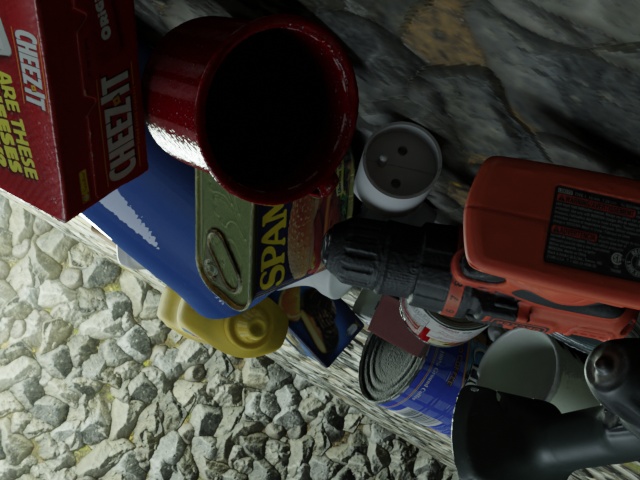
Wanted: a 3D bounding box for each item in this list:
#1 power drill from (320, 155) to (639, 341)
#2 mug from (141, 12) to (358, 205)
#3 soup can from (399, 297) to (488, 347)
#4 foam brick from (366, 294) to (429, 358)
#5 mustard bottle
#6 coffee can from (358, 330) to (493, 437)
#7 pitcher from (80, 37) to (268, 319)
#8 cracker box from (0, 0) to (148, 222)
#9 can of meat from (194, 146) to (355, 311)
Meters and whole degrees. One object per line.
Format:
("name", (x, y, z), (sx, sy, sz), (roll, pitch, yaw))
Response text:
("power drill", (0.094, 0.008, 0.546), (0.184, 0.057, 0.188), (10, 171, -1))
("mug", (-0.034, -0.065, 0.554), (0.117, 0.093, 0.082), (44, 168, -35))
("soup can", (0.094, 0.037, 0.755), (0.068, 0.068, 0.102), (29, 170, 5))
("foam brick", (0.076, 0.049, 0.851), (0.051, 0.053, 0.078), (27, 152, 5))
("mustard bottle", (-0.080, 0.069, 0.939), (0.096, 0.058, 0.192), (18, 174, -18))
("coffee can", (0.120, 0.123, 0.961), (0.140, 0.103, 0.103), (27, 172, -24))
("pitcher", (-0.130, -0.061, 0.739), (0.242, 0.149, 0.145), (41, -156, -32))
("cracker box", (-0.190, -0.126, 0.550), (0.214, 0.072, 0.164), (24, 132, 28))
("can of meat", (-0.027, -0.018, 0.655), (0.058, 0.083, 0.102), (34, 133, 39))
